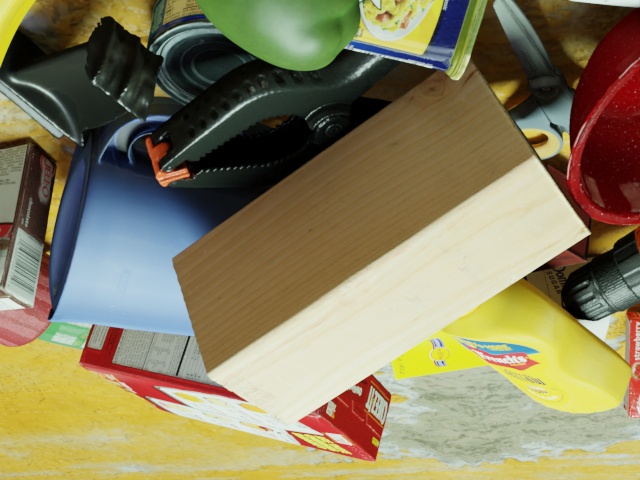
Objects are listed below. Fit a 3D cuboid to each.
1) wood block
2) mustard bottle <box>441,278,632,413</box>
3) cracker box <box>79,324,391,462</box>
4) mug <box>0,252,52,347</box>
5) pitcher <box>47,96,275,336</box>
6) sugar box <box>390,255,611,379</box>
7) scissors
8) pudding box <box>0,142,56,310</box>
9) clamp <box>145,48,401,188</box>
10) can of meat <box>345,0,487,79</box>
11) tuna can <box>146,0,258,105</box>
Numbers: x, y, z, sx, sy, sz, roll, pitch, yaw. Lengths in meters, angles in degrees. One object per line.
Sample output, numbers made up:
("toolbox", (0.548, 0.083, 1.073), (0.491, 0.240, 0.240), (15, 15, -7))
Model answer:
("wood block", (0.030, 0.004, 0.601), (0.206, 0.091, 0.090), (-34, 139, 13))
("mustard bottle", (0.133, 0.061, 0.745), (0.096, 0.058, 0.191), (10, 160, 48))
("cracker box", (-0.065, 0.114, 0.888), (0.214, 0.072, 0.164), (8, 161, 22))
("mug", (-0.265, 0.031, 0.844), (0.117, 0.093, 0.081), (22, 171, 39))
("pitcher", (-0.055, 0.001, 0.722), (0.242, 0.145, 0.149), (11, 173, -19))
("sugar box", (0.140, 0.064, 0.853), (0.176, 0.048, 0.093), (-8, 149, 6))
("scissors", (0.117, -0.084, 0.620), (0.096, 0.016, 0.201), (-13, 155, 38))
("pudding box", (-0.236, -0.007, 0.734), (0.090, 0.113, 0.039), (-6, 152, 19))
("clamp", (0.006, -0.082, 0.591), (0.209, 0.036, 0.164), (-15, 149, -11))
("can of meat", (0.036, -0.135, 0.497), (0.084, 0.057, 0.102), (11, 116, -7))
("tuna can", (-0.056, -0.109, 0.609), (0.086, 0.033, 0.086), (3, 151, 2))
